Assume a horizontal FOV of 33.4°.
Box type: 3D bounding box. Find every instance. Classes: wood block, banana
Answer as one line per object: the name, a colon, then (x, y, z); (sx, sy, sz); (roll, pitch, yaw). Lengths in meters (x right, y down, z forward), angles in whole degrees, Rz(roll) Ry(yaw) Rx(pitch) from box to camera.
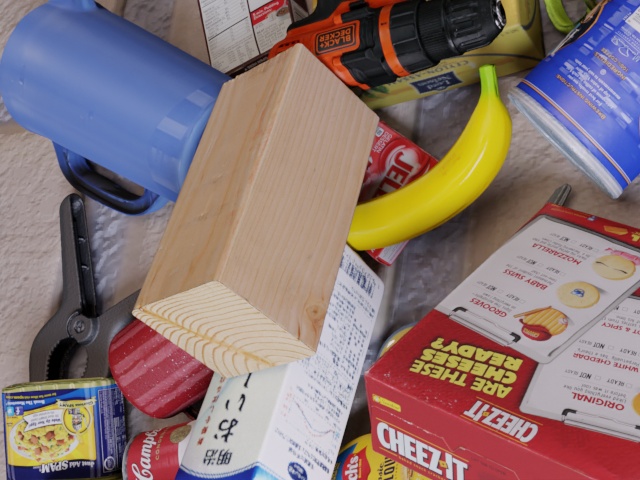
wood block: (-0.039, -0.022, 0.733); (0.090, 0.090, 0.206); (-20, 42, 41)
banana: (0.068, -0.039, 0.765); (0.198, 0.037, 0.070); (-39, 76, 24)

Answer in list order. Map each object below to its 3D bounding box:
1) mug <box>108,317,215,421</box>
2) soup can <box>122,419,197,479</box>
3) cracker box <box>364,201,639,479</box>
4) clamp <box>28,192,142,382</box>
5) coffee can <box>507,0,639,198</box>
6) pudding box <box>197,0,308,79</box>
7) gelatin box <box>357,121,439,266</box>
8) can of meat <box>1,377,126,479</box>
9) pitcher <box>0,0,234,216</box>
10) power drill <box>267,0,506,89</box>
mug: (-0.104, 0.097, 0.841); (0.082, 0.093, 0.117); (-36, 95, 20)
soup can: (-0.089, 0.169, 0.808); (0.102, 0.068, 0.068); (-17, 65, 25)
cracker box: (0.154, 0.072, 0.630); (0.164, 0.072, 0.213); (20, 42, 34)
clamp: (-0.188, 0.075, 0.919); (0.165, 0.036, 0.210); (15, 85, 27)
coffee can: (0.210, -0.113, 0.711); (0.140, 0.102, 0.103); (-45, 57, 9)
pudding box: (-0.058, -0.194, 0.938); (0.090, 0.039, 0.113); (-24, 60, 23)
gelatin box: (0.049, -0.037, 0.822); (0.073, 0.030, 0.089); (40, 96, 33)
can of meat: (-0.208, 0.156, 0.868); (0.102, 0.057, 0.084); (-6, 86, 14)
pitcher: (-0.153, -0.103, 0.910); (0.243, 0.149, 0.145); (30, 77, 35)
power drill: (0.045, -0.205, 0.786); (0.185, 0.057, 0.187); (-9, 68, 28)
